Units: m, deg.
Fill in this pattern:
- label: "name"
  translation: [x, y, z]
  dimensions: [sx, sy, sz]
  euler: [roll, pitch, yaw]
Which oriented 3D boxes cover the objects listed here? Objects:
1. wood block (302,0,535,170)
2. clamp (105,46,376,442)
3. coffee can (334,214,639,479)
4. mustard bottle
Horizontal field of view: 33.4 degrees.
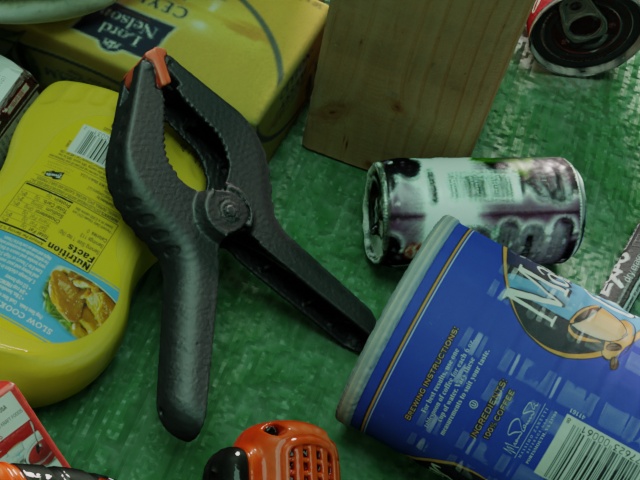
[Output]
- label: "wood block"
  translation: [0.059, -0.126, 0.519]
  dimensions: [0.090, 0.206, 0.090]
  euler: [19, 55, 4]
- label: "clamp"
  translation: [-0.053, 0.001, 0.474]
  dimensions: [0.120, 0.039, 0.171]
  euler: [-33, 90, -45]
- label: "coffee can"
  translation: [0.091, 0.066, 0.456]
  dimensions: [0.140, 0.103, 0.102]
  euler: [28, 56, 10]
- label: "mustard bottle"
  translation: [-0.128, 0.017, 0.481]
  dimensions: [0.096, 0.058, 0.191]
  euler: [27, 56, 0]
